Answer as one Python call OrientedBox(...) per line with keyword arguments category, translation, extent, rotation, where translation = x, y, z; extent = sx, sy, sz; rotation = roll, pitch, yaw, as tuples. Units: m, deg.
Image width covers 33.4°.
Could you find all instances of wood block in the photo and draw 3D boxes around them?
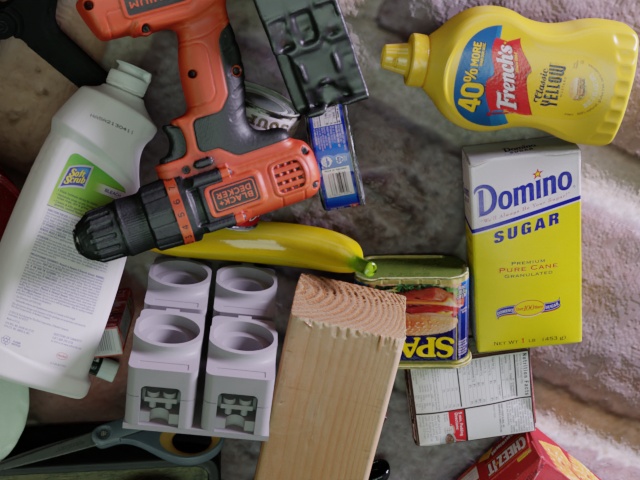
OrientedBox(category="wood block", translation=(0.002, 0.144, 0.870), extent=(0.091, 0.090, 0.206), rotation=(13, 110, 0))

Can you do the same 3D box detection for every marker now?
OrientedBox(category="marker", translation=(-0.236, 0.094, 0.937), extent=(0.121, 0.020, 0.020), rotation=(23, 111, -11))

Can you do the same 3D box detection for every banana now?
OrientedBox(category="banana", translation=(-0.051, 0.002, 0.878), extent=(0.198, 0.069, 0.037), rotation=(6, 90, 4))

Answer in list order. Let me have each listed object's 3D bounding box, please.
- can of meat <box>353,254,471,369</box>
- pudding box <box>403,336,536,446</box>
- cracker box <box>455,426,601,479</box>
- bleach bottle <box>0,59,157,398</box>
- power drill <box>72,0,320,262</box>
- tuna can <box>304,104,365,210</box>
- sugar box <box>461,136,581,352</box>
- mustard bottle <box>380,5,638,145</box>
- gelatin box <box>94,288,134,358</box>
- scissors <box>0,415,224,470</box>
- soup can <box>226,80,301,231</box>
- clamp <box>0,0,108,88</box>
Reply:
OrientedBox(category="can of meat", translation=(0.078, 0.060, 0.911), extent=(0.102, 0.057, 0.084), rotation=(-1, 111, 5))
OrientedBox(category="pudding box", translation=(0.134, 0.134, 0.958), extent=(0.113, 0.039, 0.090), rotation=(-9, 113, 0))
OrientedBox(category="cracker box", translation=(0.214, 0.294, 1.013), extent=(0.213, 0.072, 0.164), rotation=(39, 107, -18))
OrientedBox(category="bleach bottle", translation=(-0.182, -0.013, 0.813), extent=(0.102, 0.068, 0.251), rotation=(22, 91, -31))
OrientedBox(category="power drill", translation=(-0.109, -0.090, 0.762), extent=(0.184, 0.057, 0.187), rotation=(-19, 103, -9))
OrientedBox(category="tuna can", translation=(0.011, -0.067, 0.839), extent=(0.034, 0.086, 0.086), rotation=(-11, 114, 4))
OrientedBox(category="sugar box", translation=(0.171, 0.005, 0.899), extent=(0.093, 0.048, 0.176), rotation=(-7, 115, 1))
OrientedBox(category="mustard bottle", translation=(0.142, -0.132, 0.831), extent=(0.191, 0.058, 0.096), rotation=(6, 116, -5))
OrientedBox(category="gelatin box", translation=(-0.206, 0.071, 0.898), extent=(0.089, 0.073, 0.030), rotation=(-6, 113, 1))
OrientedBox(category="scissors", translation=(-0.170, 0.179, 0.914), extent=(0.201, 0.096, 0.016), rotation=(-28, 146, -20))
OrientedBox(category="soup can", translation=(-0.063, -0.068, 0.846), extent=(0.068, 0.068, 0.102), rotation=(20, 111, -11))
OrientedBox(category="clamp", translation=(-0.228, -0.164, 0.814), extent=(0.164, 0.036, 0.210), rotation=(-4, 118, -2))
